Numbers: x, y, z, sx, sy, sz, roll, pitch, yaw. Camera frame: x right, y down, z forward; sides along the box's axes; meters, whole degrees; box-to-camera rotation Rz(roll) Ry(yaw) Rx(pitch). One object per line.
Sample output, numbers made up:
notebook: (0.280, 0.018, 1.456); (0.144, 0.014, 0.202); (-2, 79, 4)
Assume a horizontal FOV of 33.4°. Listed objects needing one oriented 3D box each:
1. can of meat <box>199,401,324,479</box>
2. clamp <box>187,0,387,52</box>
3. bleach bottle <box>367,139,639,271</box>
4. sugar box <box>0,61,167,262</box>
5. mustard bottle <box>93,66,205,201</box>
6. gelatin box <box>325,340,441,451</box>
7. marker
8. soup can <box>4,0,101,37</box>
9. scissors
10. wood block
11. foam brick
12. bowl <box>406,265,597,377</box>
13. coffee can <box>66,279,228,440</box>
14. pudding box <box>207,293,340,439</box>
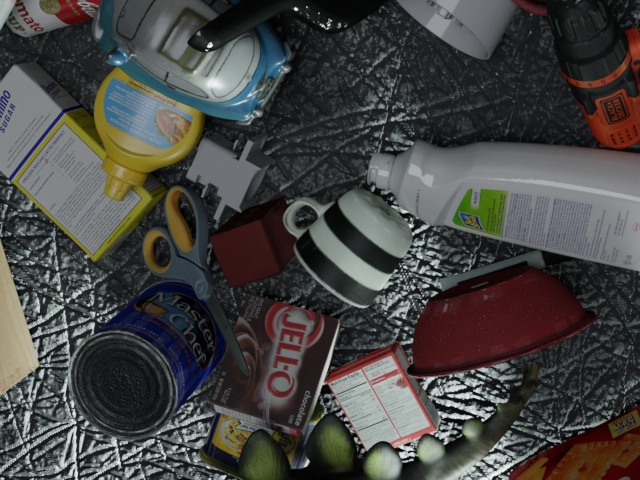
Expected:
can of meat: (-0.054, 0.181, 1.016); (0.102, 0.057, 0.084); (22, 109, 8)
clamp: (-0.026, -0.202, 0.826); (0.036, 0.209, 0.164); (-26, 61, 50)
bleach bottle: (0.163, -0.042, 0.876); (0.251, 0.068, 0.102); (12, 138, 13)
sugar box: (-0.238, -0.074, 0.994); (0.176, 0.048, 0.093); (46, 110, 2)
mustard bottle: (-0.142, -0.123, 0.926); (0.096, 0.058, 0.192); (26, 99, 2)
gelatin box: (0.059, 0.147, 0.989); (0.073, 0.030, 0.089); (-27, 98, 22)
marker: (0.164, 0.025, 0.929); (0.121, 0.020, 0.020); (-19, 101, 19)
soup can: (-0.227, -0.222, 0.934); (0.102, 0.068, 0.068); (-11, 103, 18)
scissors: (-0.116, 0.046, 0.960); (0.096, 0.016, 0.202); (-35, 61, 36)
wood block: (-0.361, 0.048, 1.040); (0.091, 0.090, 0.206); (-10, 103, 17)
foam brick: (-0.056, 0.001, 0.950); (0.053, 0.078, 0.051); (-17, 103, 19)
bowl: (0.140, 0.061, 0.876); (0.162, 0.162, 0.055); (-18, 92, 19)
coffee can: (-0.153, 0.105, 0.973); (0.103, 0.140, 0.103); (4, 107, 13)
pudding box: (-0.040, 0.113, 0.969); (0.090, 0.039, 0.113); (15, 69, 11)
